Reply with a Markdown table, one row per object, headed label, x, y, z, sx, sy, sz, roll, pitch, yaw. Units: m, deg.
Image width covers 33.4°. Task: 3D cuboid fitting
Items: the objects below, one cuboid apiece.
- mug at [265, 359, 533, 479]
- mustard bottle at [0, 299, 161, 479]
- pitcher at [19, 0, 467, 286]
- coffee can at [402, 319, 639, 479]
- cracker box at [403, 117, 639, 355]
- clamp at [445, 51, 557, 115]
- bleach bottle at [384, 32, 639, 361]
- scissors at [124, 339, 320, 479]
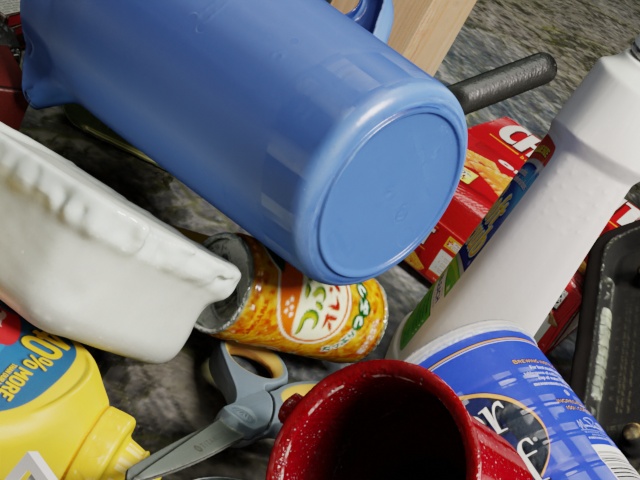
| label | x | y | z | sx | sy | sz | roll | pitch | yaw |
| --- | --- | --- | --- | --- | --- | --- | --- | --- | --- |
| mug | 0.029 | 0.100 | 0.439 | 0.117 | 0.093 | 0.081 | 28 | -6 | 40 |
| mustard bottle | -0.151 | 0.054 | 0.438 | 0.191 | 0.058 | 0.096 | 30 | 22 | 0 |
| pitcher | -0.035 | -0.090 | 0.555 | 0.144 | 0.149 | 0.243 | -4 | 34 | -46 |
| coffee can | 0.096 | 0.122 | 0.506 | 0.102 | 0.103 | 0.140 | 5 | 37 | -37 |
| cracker box | 0.148 | -0.012 | 0.799 | 0.164 | 0.072 | 0.213 | 40 | 30 | 17 |
| clamp | 0.080 | -0.095 | 0.787 | 0.209 | 0.165 | 0.036 | -30 | 99 | -62 |
| bleach bottle | 0.121 | -0.009 | 0.582 | 0.068 | 0.251 | 0.102 | 31 | 29 | 2 |
| scissors | -0.048 | 0.074 | 0.499 | 0.096 | 0.016 | 0.201 | 37 | 14 | 30 |
